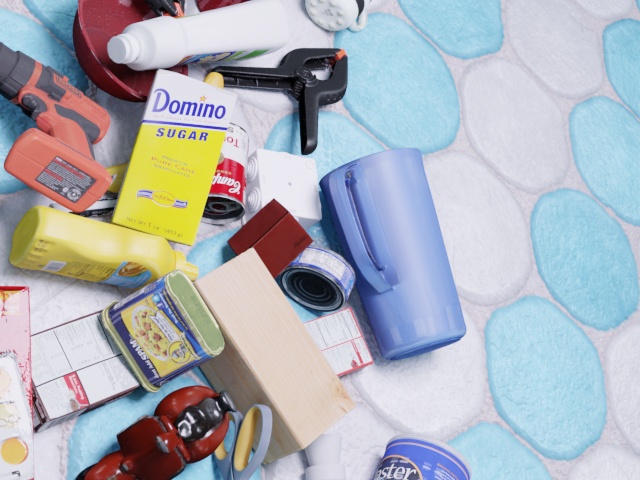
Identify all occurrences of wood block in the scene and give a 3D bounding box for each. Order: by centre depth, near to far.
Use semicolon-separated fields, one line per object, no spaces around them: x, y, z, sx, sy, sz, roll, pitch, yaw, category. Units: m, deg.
-0.068;0.126;1.158;0.090;0.090;0.206;-33;89;-40;wood block

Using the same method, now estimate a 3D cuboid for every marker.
-0.238;-0.037;1.167;0.120;0.020;0.020;-8;72;-37;marker

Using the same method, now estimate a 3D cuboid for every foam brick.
-0.058;0.002;1.222;0.078;0.051;0.053;-43;121;-4;foam brick

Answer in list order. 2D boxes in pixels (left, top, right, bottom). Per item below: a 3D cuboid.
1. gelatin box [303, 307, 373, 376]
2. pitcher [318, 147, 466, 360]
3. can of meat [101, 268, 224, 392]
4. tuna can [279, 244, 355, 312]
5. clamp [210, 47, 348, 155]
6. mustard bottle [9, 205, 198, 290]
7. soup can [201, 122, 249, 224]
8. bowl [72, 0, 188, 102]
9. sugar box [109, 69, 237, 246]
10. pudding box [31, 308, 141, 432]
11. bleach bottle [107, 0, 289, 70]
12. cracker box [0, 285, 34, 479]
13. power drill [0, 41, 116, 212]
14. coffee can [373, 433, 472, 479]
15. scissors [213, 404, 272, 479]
0.011;0.126;1.252;0.089;0.030;0.073;-15;76;-39;gelatin box
0.087;0.017;1.294;0.149;0.145;0.243;-13;78;-18;pitcher
-0.158;0.090;1.087;0.102;0.084;0.057;59;18;-6;can of meat
-0.004;0.045;1.245;0.086;0.086;0.033;36;54;-15;tuna can
-0.035;-0.204;1.370;0.164;0.036;0.209;35;43;5;clamp
-0.215;0.016;1.105;0.191;0.096;0.058;15;64;-29;mustard bottle
-0.118;-0.079;1.238;0.068;0.069;0.102;17;59;-28;soup can
-0.228;-0.217;1.223;0.162;0.055;0.162;34;42;-37;bowl
-0.159;-0.089;1.160;0.093;0.048;0.176;16;85;-13;sugar box
-0.247;0.128;1.067;0.113;0.039;0.090;-19;78;-41;pudding box
-0.147;-0.230;1.217;0.250;0.103;0.068;-23;103;-51;bleach bottle
-0.343;0.149;0.949;0.164;0.072;0.214;2;72;-24;cracker box
-0.286;-0.124;1.087;0.184;0.057;0.188;32;22;-35;power drill
0.099;0.300;1.179;0.102;0.103;0.140;38;52;-14;coffee can
-0.100;0.262;1.106;0.016;0.096;0.202;21;88;-35;scissors
